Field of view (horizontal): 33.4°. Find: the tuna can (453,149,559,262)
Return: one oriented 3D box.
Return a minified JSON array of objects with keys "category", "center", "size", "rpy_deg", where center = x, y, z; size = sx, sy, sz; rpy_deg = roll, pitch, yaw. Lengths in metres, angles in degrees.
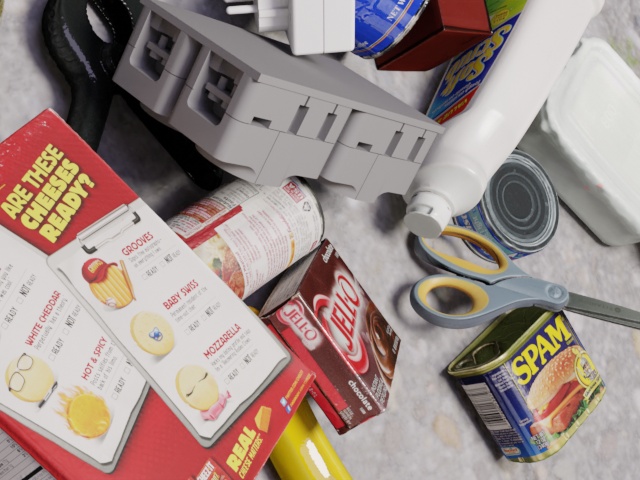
[{"category":"tuna can","center":[0.144,-0.027,0.828],"size":[0.086,0.034,0.086],"rpy_deg":[10,71,-31]}]

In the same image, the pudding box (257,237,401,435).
[{"category":"pudding box","center":[0.008,0.058,0.674],"size":[0.090,0.039,0.113],"rpy_deg":[55,15,-9]}]

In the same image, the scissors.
[{"category":"scissors","center":[0.150,0.050,0.754],"size":[0.202,0.016,0.096],"rpy_deg":[28,54,14]}]

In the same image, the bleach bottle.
[{"category":"bleach bottle","center":[0.127,-0.106,0.797],"size":[0.068,0.103,0.250],"rpy_deg":[43,56,-22]}]

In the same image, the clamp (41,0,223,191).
[{"category":"clamp","center":[-0.121,-0.101,0.670],"size":[0.120,0.039,0.171],"rpy_deg":[3,75,-48]}]

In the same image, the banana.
[{"category":"banana","center":[-0.004,0.132,0.660],"size":[0.037,0.070,0.198],"rpy_deg":[-29,82,-36]}]

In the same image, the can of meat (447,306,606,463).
[{"category":"can of meat","center":[0.155,0.101,0.784],"size":[0.101,0.058,0.084],"rpy_deg":[-37,100,-36]}]

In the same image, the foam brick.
[{"category":"foam brick","center":[0.081,-0.165,0.799],"size":[0.052,0.078,0.051],"rpy_deg":[-4,78,-37]}]

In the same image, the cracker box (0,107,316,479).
[{"category":"cracker box","center":[-0.122,0.059,0.552],"size":[0.213,0.072,0.164],"rpy_deg":[45,39,-9]}]

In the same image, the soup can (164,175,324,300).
[{"category":"soup can","center":[-0.054,0.001,0.665],"size":[0.102,0.069,0.068],"rpy_deg":[-36,97,-36]}]
